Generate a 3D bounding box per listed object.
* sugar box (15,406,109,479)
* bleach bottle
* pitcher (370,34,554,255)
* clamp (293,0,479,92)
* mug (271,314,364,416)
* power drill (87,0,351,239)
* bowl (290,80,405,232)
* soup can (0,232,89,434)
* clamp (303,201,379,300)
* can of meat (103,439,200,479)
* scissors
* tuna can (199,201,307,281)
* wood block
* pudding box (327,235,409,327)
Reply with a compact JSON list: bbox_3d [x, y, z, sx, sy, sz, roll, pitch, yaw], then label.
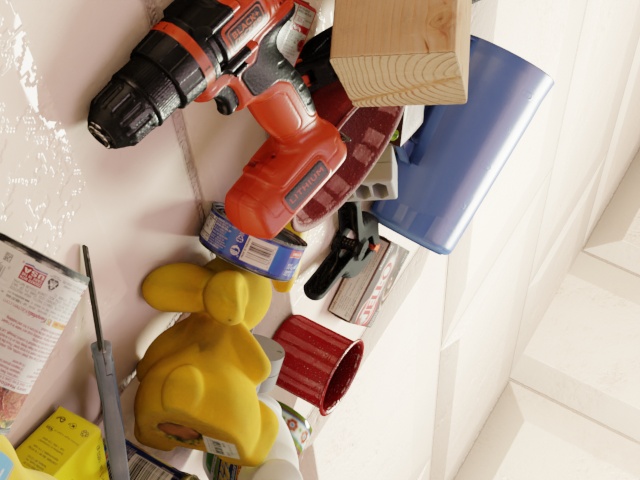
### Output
[{"bbox_3d":[-0.224,0.211,0.760,0.176,0.048,0.093,-51,155,-38],"label":"sugar box"},{"bbox_3d":[-0.056,0.205,0.973,0.251,0.068,0.102,-172,-79,-77],"label":"bleach bottle"},{"bbox_3d":[0.150,-0.114,1.232,0.243,0.149,0.145,-62,176,4],"label":"pitcher"},{"bbox_3d":[0.057,-0.182,0.893,0.209,0.165,0.036,-41,117,-33],"label":"clamp"},{"bbox_3d":[-0.006,0.132,1.176,0.093,0.082,0.117,-67,160,7],"label":"mug"},{"bbox_3d":[-0.060,-0.086,0.738,0.184,0.057,0.187,-47,142,-18],"label":"power drill"},{"bbox_3d":[0.007,-0.087,0.919,0.162,0.055,0.162,-49,164,-19],"label":"bowl"},{"bbox_3d":[-0.188,0.052,0.623,0.102,0.069,0.068,-63,161,-7],"label":"soup can"},{"bbox_3d":[0.034,-0.004,1.178,0.120,0.039,0.171,-66,168,17],"label":"clamp"},{"bbox_3d":[-0.147,0.214,0.908,0.057,0.084,0.102,-57,159,-20],"label":"can of meat"},{"bbox_3d":[-0.155,0.103,0.774,0.016,0.096,0.202,-9,141,-12],"label":"scissors"},{"bbox_3d":[-0.056,0.001,0.876,0.034,0.086,0.086,-65,161,8],"label":"tuna can"},{"bbox_3d":[0.066,-0.213,0.800,0.090,0.091,0.206,50,42,-69],"label":"wood block"},{"bbox_3d":[0.060,0.049,1.309,0.113,0.039,0.090,-65,160,1],"label":"pudding box"}]
